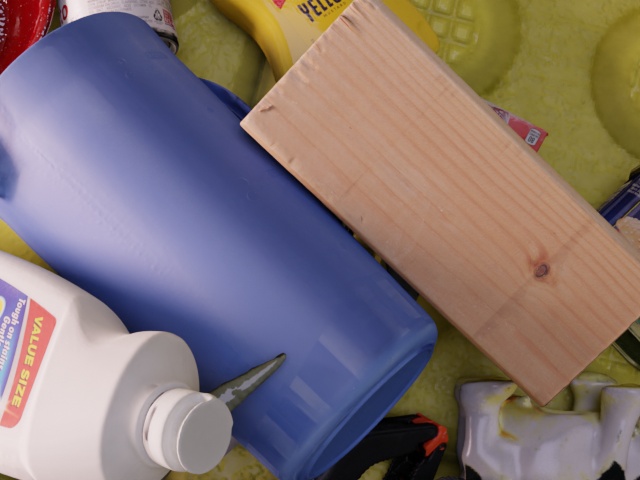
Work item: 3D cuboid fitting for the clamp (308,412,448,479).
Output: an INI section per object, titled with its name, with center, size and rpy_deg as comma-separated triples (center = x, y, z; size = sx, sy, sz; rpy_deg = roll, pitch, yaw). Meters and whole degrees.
[clamp]
center = 0.004, 0.165, 0.596
size = 0.171, 0.039, 0.120
rpy_deg = -28, 117, -16

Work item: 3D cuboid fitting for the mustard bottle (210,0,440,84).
[mustard bottle]
center = -0.020, -0.162, 0.644
size = 0.096, 0.058, 0.191
rpy_deg = -35, 85, -11

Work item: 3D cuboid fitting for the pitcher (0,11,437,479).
[pitcher]
center = -0.054, 0.001, 0.557
size = 0.243, 0.145, 0.149
rpy_deg = 43, 83, 16

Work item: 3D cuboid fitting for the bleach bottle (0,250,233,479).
[bleach bottle]
center = -0.134, 0.051, 0.481
size = 0.251, 0.068, 0.102
rpy_deg = 9, 62, 39

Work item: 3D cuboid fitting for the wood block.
[wood block]
center = 0.066, -0.024, 0.552
size = 0.206, 0.090, 0.091
rpy_deg = 43, 98, -6

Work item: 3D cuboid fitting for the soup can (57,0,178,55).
[soup can]
center = -0.123, -0.157, 0.629
size = 0.068, 0.068, 0.102
rpy_deg = -9, 82, -7
